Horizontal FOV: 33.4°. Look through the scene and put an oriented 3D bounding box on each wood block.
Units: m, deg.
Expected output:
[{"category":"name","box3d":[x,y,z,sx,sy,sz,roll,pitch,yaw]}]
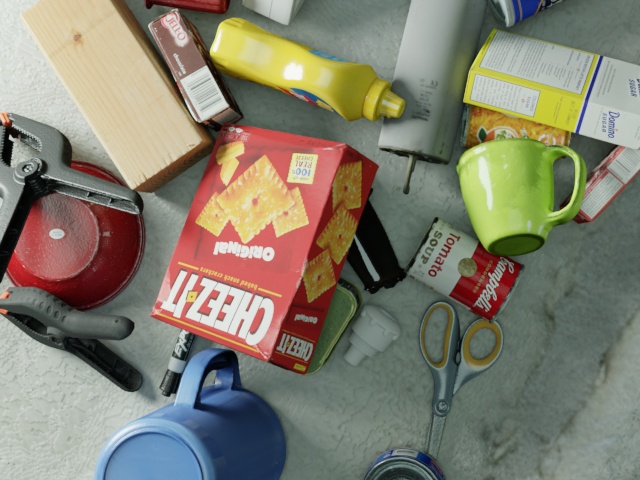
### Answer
[{"category":"wood block","box3d":[-0.200,-0.159,1.082,0.091,0.090,0.206,-33,88,4]}]

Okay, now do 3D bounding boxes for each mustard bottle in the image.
[{"category":"mustard bottle","box3d":[-0.007,-0.161,1.049,0.192,0.096,0.058,22,94,15]}]

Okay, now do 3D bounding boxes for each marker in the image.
[{"category":"marker","box3d":[-0.141,0.105,1.114,0.020,0.020,0.121,20,92,4]}]

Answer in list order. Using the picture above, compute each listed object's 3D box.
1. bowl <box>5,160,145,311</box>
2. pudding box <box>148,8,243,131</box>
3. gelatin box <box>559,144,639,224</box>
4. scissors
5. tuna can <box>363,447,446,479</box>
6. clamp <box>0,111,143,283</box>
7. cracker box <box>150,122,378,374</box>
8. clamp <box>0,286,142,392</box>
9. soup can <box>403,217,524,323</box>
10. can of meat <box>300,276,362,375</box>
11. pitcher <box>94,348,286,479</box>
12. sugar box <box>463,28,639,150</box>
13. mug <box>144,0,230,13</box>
[{"category":"bowl","box3d":[-0.266,-0.004,1.105,0.162,0.055,0.162,0,90,4]},{"category":"pudding box","box3d":[-0.124,-0.170,1.076,0.039,0.090,0.113,-26,88,6]},{"category":"gelatin box","box3d":[0.280,-0.057,1.056,0.030,0.073,0.089,43,93,3]},{"category":"scissors","box3d":[0.143,0.161,1.095,0.096,0.016,0.202,-4,93,2]},{"category":"tuna can","box3d":[0.085,0.256,1.084,0.086,0.033,0.086,1,95,12]},{"category":"clamp","box3d":[-0.290,-0.053,1.058,0.164,0.036,0.210,-32,53,-15]},{"category":"cracker box","box3d":[-0.057,0.001,1.032,0.164,0.072,0.213,15,82,38]},{"category":"clamp","box3d":[-0.254,0.086,1.083,0.171,0.120,0.039,26,49,4]},{"category":"soup can","box3d":[0.143,0.029,1.069,0.102,0.068,0.068,30,92,4]},{"category":"can of meat","box3d":[-0.002,0.084,1.071,0.057,0.084,0.102,31,92,3]},{"category":"pitcher","box3d":[-0.119,0.198,1.001,0.145,0.242,0.149,-39,81,5]},{"category":"sugar box","box3d":[0.237,-0.148,1.037,0.176,0.093,0.048,20,134,11]},{"category":"mug","box3d":[-0.129,-0.275,1.066,0.081,0.117,0.093,8,87,-1]}]
